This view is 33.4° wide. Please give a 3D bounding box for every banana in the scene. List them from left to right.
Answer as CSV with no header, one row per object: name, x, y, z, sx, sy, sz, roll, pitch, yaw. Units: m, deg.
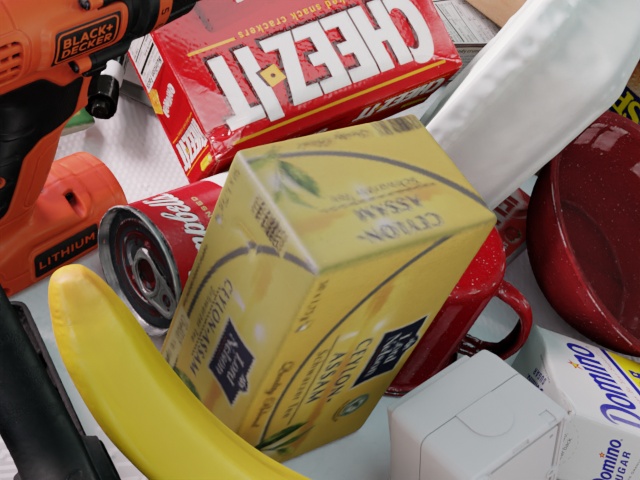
banana,-0.036,0.085,0.434,0.197,0.070,0.037,34,16,-13

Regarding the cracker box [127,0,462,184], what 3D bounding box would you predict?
cracker box,-0.039,-0.158,0.613,0.164,0.072,0.214,-24,85,-20

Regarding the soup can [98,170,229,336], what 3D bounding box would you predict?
soup can,-0.054,0.001,0.554,0.102,0.069,0.068,-22,62,-37

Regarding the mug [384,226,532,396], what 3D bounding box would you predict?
mug,0.057,0.028,0.568,0.117,0.082,0.093,27,45,0

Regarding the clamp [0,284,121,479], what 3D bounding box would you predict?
clamp,-0.103,0.093,0.431,0.036,0.165,0.210,-27,85,-12

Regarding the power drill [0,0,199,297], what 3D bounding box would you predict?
power drill,-0.114,-0.067,0.503,0.057,0.188,0.184,44,49,18

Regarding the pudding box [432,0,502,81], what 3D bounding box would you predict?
pudding box,0.113,-0.160,0.790,0.113,0.039,0.090,-8,54,-27
